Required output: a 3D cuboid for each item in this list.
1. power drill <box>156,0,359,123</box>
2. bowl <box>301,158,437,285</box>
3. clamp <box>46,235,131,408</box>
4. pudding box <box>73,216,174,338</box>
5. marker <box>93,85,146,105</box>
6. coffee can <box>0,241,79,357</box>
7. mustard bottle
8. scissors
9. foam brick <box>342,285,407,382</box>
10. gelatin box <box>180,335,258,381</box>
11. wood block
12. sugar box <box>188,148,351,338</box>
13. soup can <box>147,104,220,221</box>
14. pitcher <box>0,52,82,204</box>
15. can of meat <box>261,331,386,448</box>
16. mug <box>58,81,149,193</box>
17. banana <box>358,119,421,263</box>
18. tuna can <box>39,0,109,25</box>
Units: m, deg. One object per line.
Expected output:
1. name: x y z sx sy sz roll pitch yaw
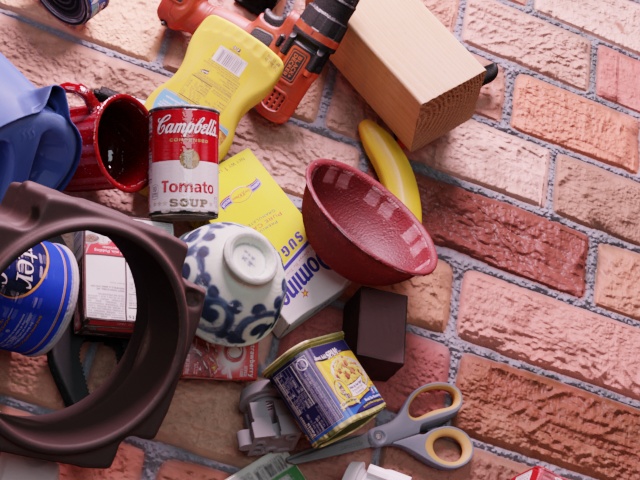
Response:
1. power drill: -0.066 -0.245 1.136 0.188 0.184 0.057 35 14 7
2. bowl: 0.037 -0.007 1.055 0.162 0.055 0.162 31 27 -18
3. clamp: -0.188 0.074 0.983 0.164 0.036 0.210 7 61 -21
4. pudding box: -0.176 0.033 0.966 0.089 0.039 0.113 8 59 -26
5. marker: -0.177 -0.136 1.111 0.121 0.020 0.020 17 58 -12
6. coffee can: -0.290 0.035 0.894 0.140 0.103 0.103 21 53 -43
7. mustard bottle: -0.126 -0.126 1.078 0.096 0.058 0.191 34 80 -2
8. scissors: 0.069 0.203 1.022 0.201 0.016 0.096 -26 77 -32
9. foam brick: 0.053 0.093 1.056 0.051 0.053 0.078 14 59 -14
10. gelatin box: -0.095 0.086 1.000 0.073 0.030 0.089 7 79 -22
11. wood block: 0.077 -0.211 1.180 0.090 0.090 0.206 -31 66 -19
12. sugar box: -0.057 0.001 1.068 0.093 0.048 0.176 -34 78 -32
13. soup can: -0.129 -0.072 1.007 0.068 0.069 0.102 2 85 -20
14. pitcher: -0.342 -0.123 0.967 0.149 0.145 0.243 -32 64 -26
15. can of meat: 0.007 0.136 0.974 0.084 0.058 0.101 56 24 14
16. mug: -0.218 -0.097 1.010 0.117 0.082 0.093 63 38 -34
17. banana: 0.075 -0.044 1.148 0.069 0.037 0.198 11 60 -18
18. tuna can: -0.262 -0.267 1.109 0.086 0.086 0.033 39 58 2
